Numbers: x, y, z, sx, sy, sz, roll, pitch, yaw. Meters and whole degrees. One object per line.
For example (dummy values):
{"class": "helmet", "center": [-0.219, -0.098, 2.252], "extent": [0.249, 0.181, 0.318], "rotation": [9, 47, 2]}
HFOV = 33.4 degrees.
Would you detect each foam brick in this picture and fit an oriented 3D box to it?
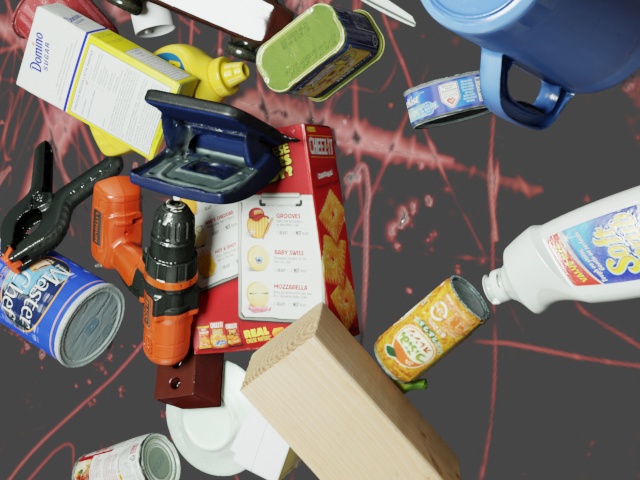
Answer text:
{"class": "foam brick", "center": [-0.137, 0.135, 1.128], "extent": [0.053, 0.051, 0.078], "rotation": [-11, 65, 28]}

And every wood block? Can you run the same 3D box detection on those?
{"class": "wood block", "center": [0.031, 0.171, 0.987], "extent": [0.091, 0.090, 0.206], "rotation": [-39, 100, 15]}

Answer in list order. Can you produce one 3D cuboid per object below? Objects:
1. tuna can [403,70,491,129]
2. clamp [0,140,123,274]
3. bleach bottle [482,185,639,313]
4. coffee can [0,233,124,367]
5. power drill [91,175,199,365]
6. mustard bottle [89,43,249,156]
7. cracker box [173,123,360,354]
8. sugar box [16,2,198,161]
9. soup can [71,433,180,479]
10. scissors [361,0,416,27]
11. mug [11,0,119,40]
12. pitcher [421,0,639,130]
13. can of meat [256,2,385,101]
{"class": "tuna can", "center": [0.121, -0.127, 0.967], "extent": [0.086, 0.086, 0.034], "rotation": [-13, 89, 28]}
{"class": "clamp", "center": [-0.308, -0.043, 1.187], "extent": [0.120, 0.039, 0.171], "rotation": [17, 60, 36]}
{"class": "bleach bottle", "center": [0.260, 0.013, 0.918], "extent": [0.251, 0.068, 0.102], "rotation": [-22, 83, 30]}
{"class": "coffee can", "center": [-0.306, 0.065, 1.197], "extent": [0.140, 0.102, 0.103], "rotation": [28, 106, 24]}
{"class": "power drill", "center": [-0.180, 0.008, 1.092], "extent": [0.188, 0.057, 0.184], "rotation": [48, 137, 47]}
{"class": "mustard bottle", "center": [-0.158, -0.155, 1.128], "extent": [0.192, 0.058, 0.096], "rotation": [-12, 89, 28]}
{"class": "cracker box", "center": [-0.057, 0.001, 1.079], "extent": [0.164, 0.072, 0.214], "rotation": [-8, 89, 28]}
{"class": "sugar box", "center": [-0.220, -0.163, 1.091], "extent": [0.176, 0.048, 0.093], "rotation": [31, 117, 13]}
{"class": "soup can", "center": [-0.215, 0.257, 1.183], "extent": [0.102, 0.068, 0.068], "rotation": [-22, 84, 27]}
{"class": "scissors", "center": [0.011, -0.276, 1.020], "extent": [0.202, 0.016, 0.096], "rotation": [19, 104, 18]}
{"class": "mug", "center": [-0.279, -0.223, 1.177], "extent": [0.081, 0.093, 0.117], "rotation": [47, 144, 12]}
{"class": "pitcher", "center": [0.170, -0.187, 0.847], "extent": [0.145, 0.242, 0.149], "rotation": [-26, 76, 30]}
{"class": "can of meat", "center": [-0.001, -0.181, 1.028], "extent": [0.102, 0.083, 0.057], "rotation": [-34, 78, 26]}
